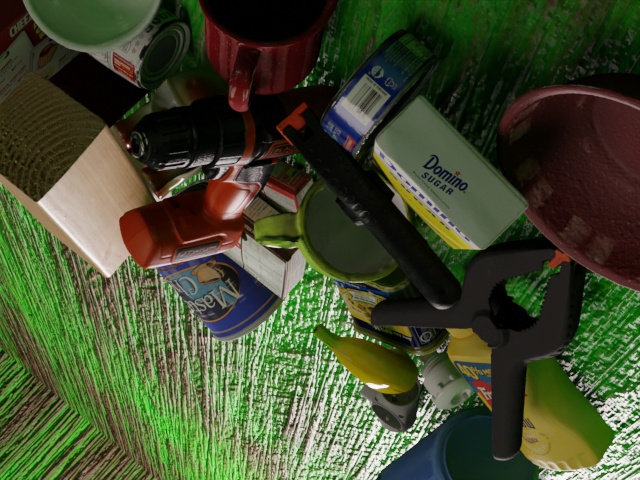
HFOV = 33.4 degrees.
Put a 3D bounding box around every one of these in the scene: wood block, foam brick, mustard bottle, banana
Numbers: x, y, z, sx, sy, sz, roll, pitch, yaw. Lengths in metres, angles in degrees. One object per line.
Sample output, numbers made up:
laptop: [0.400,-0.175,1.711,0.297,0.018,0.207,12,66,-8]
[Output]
wood block: [-0.227,-0.054,0.980,0.091,0.090,0.206,35,168,16]
foam brick: [-0.207,-0.146,1.005,0.053,0.078,0.051,29,152,26]
mustard bottle: [0.162,0.112,0.904,0.191,0.058,0.096,51,155,-20]
banana: [0.058,0.113,0.986,0.070,0.037,0.197,52,-172,25]

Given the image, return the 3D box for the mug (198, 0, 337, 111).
mug: [-0.040,-0.140,0.717,0.093,0.117,0.081,12,160,-1]

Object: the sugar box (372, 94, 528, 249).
sugar box: [0.078,-0.038,0.699,0.093,0.048,0.176,46,-176,3]

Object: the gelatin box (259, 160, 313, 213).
gelatin box: [-0.036,-0.040,0.982,0.073,0.030,0.089,29,157,26]

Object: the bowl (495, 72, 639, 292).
bowl: [0.183,-0.041,0.609,0.162,0.055,0.162,34,156,18]

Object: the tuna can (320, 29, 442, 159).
tuna can: [0.039,-0.096,0.699,0.034,0.086,0.086,42,157,4]

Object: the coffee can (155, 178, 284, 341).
coffee can: [-0.112,0.021,1.115,0.140,0.102,0.103,51,155,-21]

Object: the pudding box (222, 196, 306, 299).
pudding box: [-0.057,0.001,1.001,0.090,0.039,0.113,36,163,9]

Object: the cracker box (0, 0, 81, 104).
cracker box: [-0.288,-0.172,0.978,0.072,0.164,0.214,38,157,3]

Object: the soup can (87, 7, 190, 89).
soup can: [-0.169,-0.180,0.898,0.102,0.068,0.068,34,156,15]

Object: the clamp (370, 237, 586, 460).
clamp: [0.140,0.072,0.812,0.164,0.036,0.210,51,138,7]

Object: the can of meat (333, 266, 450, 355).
can of meat: [0.061,0.045,0.947,0.102,0.057,0.084,18,146,44]

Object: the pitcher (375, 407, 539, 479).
pitcher: [0.149,0.261,1.118,0.145,0.149,0.243,52,156,15]

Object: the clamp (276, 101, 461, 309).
clamp: [0.035,-0.028,0.768,0.171,0.039,0.120,51,179,-8]

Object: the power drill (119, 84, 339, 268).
power drill: [-0.086,-0.047,0.816,0.188,0.184,0.057,-44,66,48]
